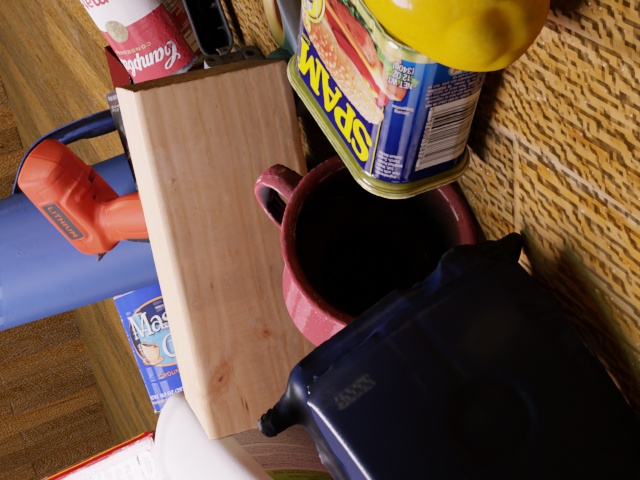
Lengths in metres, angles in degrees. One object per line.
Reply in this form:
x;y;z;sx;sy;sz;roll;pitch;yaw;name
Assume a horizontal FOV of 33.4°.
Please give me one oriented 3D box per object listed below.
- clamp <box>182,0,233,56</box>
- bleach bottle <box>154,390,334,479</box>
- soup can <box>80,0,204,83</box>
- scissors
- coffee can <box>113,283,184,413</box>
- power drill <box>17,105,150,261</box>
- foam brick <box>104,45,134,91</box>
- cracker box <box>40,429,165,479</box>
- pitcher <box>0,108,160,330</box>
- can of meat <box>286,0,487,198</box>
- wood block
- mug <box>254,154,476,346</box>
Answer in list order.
-0.098;-0.210;0.738;0.120;0.039;0.171;90;161;-50;clamp
-0.020;0.156;0.622;0.251;0.102;0.068;-153;69;-66;bleach bottle
-0.135;-0.174;0.789;0.102;0.068;0.069;58;171;-33;soup can
-0.004;-0.103;0.579;0.202;0.016;0.096;-150;47;-73;scissors
-0.148;0.096;1.110;0.140;0.102;0.103;70;163;1;coffee can
-0.142;-0.041;0.817;0.188;0.057;0.184;3;142;37;power drill
-0.152;-0.145;0.943;0.078;0.053;0.051;45;150;54;foam brick
-0.117;0.188;0.856;0.213;0.164;0.072;-2;-113;-61;cracker box
-0.219;-0.012;0.973;0.149;0.242;0.145;54;156;41;pitcher
0.030;-0.084;0.466;0.102;0.057;0.084;59;157;31;can of meat
-0.054;0.001;0.646;0.091;0.090;0.206;-153;51;-70;wood block
0.014;0.006;0.537;0.117;0.093;0.081;35;161;7;mug
